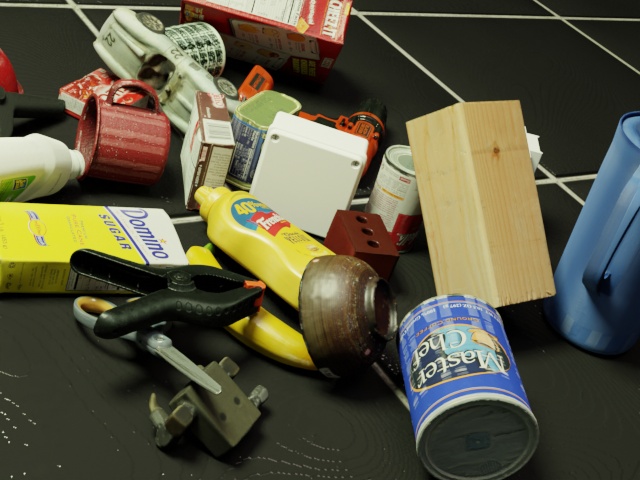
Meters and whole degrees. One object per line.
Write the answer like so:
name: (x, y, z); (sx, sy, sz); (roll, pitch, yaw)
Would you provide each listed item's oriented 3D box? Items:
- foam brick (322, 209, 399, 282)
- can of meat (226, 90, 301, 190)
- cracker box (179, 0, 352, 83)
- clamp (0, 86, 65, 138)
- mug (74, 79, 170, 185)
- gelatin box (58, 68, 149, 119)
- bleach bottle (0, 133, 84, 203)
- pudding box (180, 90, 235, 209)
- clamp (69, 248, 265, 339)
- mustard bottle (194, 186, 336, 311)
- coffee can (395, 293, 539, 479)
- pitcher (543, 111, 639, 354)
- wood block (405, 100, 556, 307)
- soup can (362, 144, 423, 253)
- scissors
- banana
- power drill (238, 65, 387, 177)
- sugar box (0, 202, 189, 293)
foam brick: (0.042, 0.011, 1.124); (0.053, 0.051, 0.078); (5, 34, -22)
can of meat: (-0.070, -0.118, 1.229); (0.057, 0.084, 0.102); (27, 33, 12)
cracker box: (-0.077, -0.291, 1.418); (0.213, 0.072, 0.164); (14, -11, -6)
clamp: (-0.355, -0.161, 1.111); (0.164, 0.036, 0.210); (53, 25, -19)
mug: (-0.206, -0.114, 1.127); (0.081, 0.117, 0.093); (8, 21, -25)
gelatin box: (-0.254, -0.166, 1.256); (0.073, 0.030, 0.089); (27, 33, 12)
bleach bottle: (-0.330, -0.054, 1.001); (0.250, 0.103, 0.068); (-15, 72, -52)
pudding box: (-0.125, -0.098, 1.165); (0.039, 0.090, 0.113); (8, 34, -15)
clamp: (-0.135, 0.042, 0.934); (0.171, 0.039, 0.120); (1, 35, -35)
mustard bottle: (-0.057, 0.001, 1.079); (0.192, 0.058, 0.096); (36, 24, 26)
coffee can: (0.126, 0.129, 0.940); (0.102, 0.103, 0.140); (11, 33, -12)
pitcher: (0.319, 0.001, 1.102); (0.149, 0.243, 0.145); (9, 33, -16)
wood block: (0.166, -0.034, 1.109); (0.090, 0.206, 0.090); (-7, -4, -35)
soup can: (0.087, -0.046, 1.185); (0.068, 0.102, 0.068); (14, 32, -9)
scissors: (-0.128, 0.083, 0.910); (0.202, 0.016, 0.096); (20, 19, 34)
banana: (-0.076, 0.058, 1.004); (0.069, 0.037, 0.198); (-12, 43, -39)
power drill: (-0.010, -0.156, 1.343); (0.187, 0.057, 0.184); (20, 32, 2)
sugar box: (-0.220, 0.007, 0.998); (0.176, 0.048, 0.093); (-1, 37, -27)
